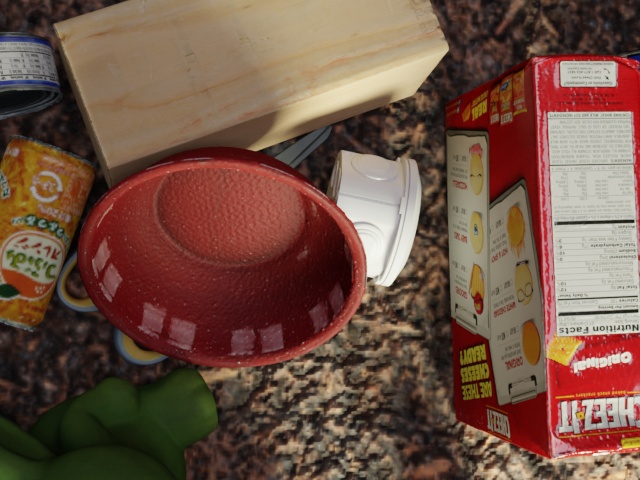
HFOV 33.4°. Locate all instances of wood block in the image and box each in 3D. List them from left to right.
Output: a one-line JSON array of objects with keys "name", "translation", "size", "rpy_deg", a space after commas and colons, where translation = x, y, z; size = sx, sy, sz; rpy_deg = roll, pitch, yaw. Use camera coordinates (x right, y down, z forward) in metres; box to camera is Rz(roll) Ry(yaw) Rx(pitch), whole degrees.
[{"name": "wood block", "translation": [-0.042, -0.107, 0.637], "size": [0.206, 0.091, 0.090], "rpy_deg": [-21, 85, -11]}]

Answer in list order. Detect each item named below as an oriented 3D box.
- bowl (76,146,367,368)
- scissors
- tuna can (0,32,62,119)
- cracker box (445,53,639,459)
[{"name": "bowl", "translation": [-0.054, 0.001, 0.611], "size": [0.162, 0.162, 0.055], "rpy_deg": [14, 41, -11]}, {"name": "scissors", "translation": [-0.065, 0.007, 0.671], "size": [0.201, 0.016, 0.096], "rpy_deg": [-24, 95, -12]}, {"name": "tuna can", "translation": [-0.193, -0.092, 0.611], "size": [0.086, 0.086, 0.034], "rpy_deg": [-11, 89, -12]}, {"name": "cracker box", "translation": [0.132, 0.009, 0.637], "size": [0.072, 0.164, 0.214], "rpy_deg": [-2, 88, -10]}]
